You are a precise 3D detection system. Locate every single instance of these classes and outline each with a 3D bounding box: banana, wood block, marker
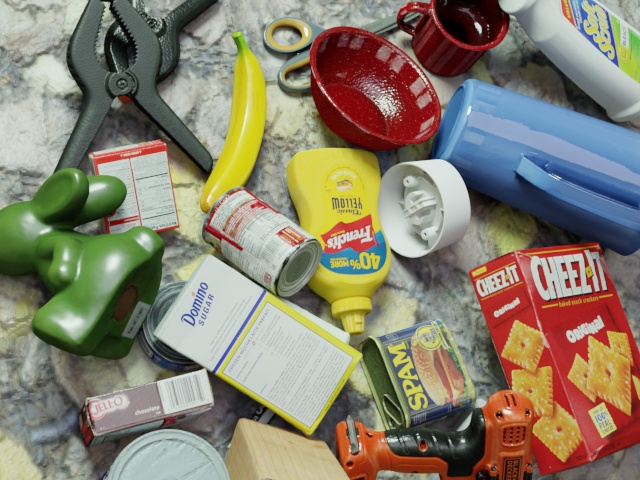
[{"bbox_3d":[-0.088,-0.112,1.100,0.069,0.037,0.198,25,66,-46],"label":"banana"},{"bbox_3d":[-0.033,0.226,0.912,0.090,0.206,0.091,18,91,-10],"label":"wood block"},{"bbox_3d":[-0.047,0.161,1.042,0.020,0.020,0.121,40,66,-1],"label":"marker"}]

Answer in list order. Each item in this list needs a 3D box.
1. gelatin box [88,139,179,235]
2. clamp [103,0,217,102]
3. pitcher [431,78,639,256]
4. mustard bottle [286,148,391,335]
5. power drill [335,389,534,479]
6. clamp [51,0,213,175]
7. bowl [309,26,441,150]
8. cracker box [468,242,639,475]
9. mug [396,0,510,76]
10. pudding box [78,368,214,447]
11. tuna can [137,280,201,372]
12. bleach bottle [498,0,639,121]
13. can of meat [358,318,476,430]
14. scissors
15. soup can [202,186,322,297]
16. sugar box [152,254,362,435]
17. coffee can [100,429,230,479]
[{"bbox_3d":[-0.183,-0.048,1.047,0.073,0.030,0.089,-13,108,-19],"label":"gelatin box"},{"bbox_3d":[-0.188,-0.230,1.120,0.120,0.039,0.171,25,68,-4],"label":"clamp"},{"bbox_3d":[0.248,-0.081,1.143,0.242,0.149,0.145,20,68,-6],"label":"pitcher"},{"bbox_3d":[0.023,0.003,1.093,0.096,0.058,0.191,-1,73,-22],"label":"mustard bottle"},{"bbox_3d":[0.108,0.226,1.013,0.187,0.184,0.057,-5,30,-5],"label":"power drill"},{"bbox_3d":[-0.208,-0.147,1.057,0.164,0.036,0.210,-18,101,-19],"label":"clamp"},{"bbox_3d":[0.048,-0.150,1.135,0.162,0.055,0.162,19,47,-22],"label":"bowl"},{"bbox_3d":[0.256,0.113,1.084,0.163,0.072,0.214,-4,72,-46],"label":"cracker box"},{"bbox_3d":[0.141,-0.238,1.194,0.117,0.082,0.093,9,70,-14],"label":"mug"},{"bbox_3d":[-0.161,0.154,0.973,0.113,0.090,0.039,-10,77,-20],"label":"pudding box"},{"bbox_3d":[-0.133,0.083,1.035,0.086,0.034,0.086,5,71,-15],"label":"tuna can"},{"bbox_3d":[0.278,-0.233,1.191,0.250,0.068,0.102,27,61,-31],"label":"bleach bottle"},{"bbox_3d":[0.097,0.136,1.071,0.083,0.058,0.102,-15,73,-22],"label":"can of meat"},{"bbox_3d":[0.018,-0.238,1.194,0.201,0.016,0.096,-41,87,-24],"label":"scissors"},{"bbox_3d":[-0.057,0.001,1.045,0.102,0.068,0.068,35,64,25],"label":"soup can"},{"bbox_3d":[-0.059,0.098,1.004,0.176,0.048,0.093,34,81,-8],"label":"sugar box"},{"bbox_3d":[-0.141,0.225,0.928,0.102,0.140,0.103,5,71,-15],"label":"coffee can"}]
